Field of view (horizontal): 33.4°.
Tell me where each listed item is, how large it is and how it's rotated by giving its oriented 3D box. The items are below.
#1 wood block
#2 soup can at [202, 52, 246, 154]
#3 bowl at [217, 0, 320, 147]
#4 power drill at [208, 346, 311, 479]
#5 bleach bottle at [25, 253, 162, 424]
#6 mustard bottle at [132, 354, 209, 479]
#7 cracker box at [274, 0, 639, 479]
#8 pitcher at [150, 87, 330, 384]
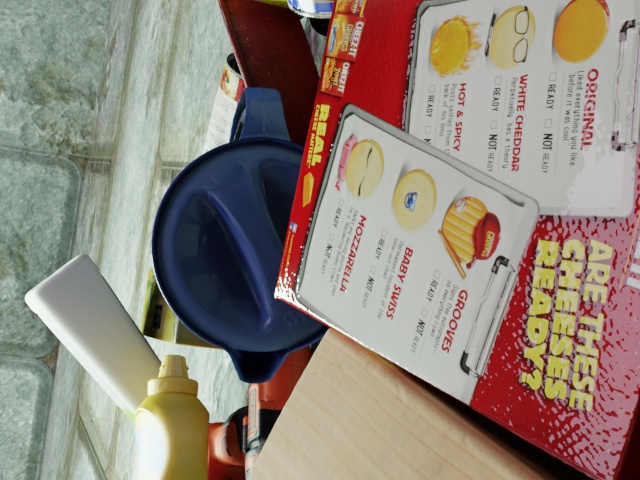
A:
[{"bbox_3d":[0.058,0.117,0.424,0.090,0.090,0.206,-62,26,1],"label":"wood block"},{"bbox_3d":[-0.065,-0.113,0.979,0.068,0.068,0.102,-109,32,-54],"label":"soup can"},{"bbox_3d":[-0.031,-0.131,0.844,0.162,0.055,0.162,-20,-89,-89],"label":"bowl"},{"bbox_3d":[-0.053,0.185,0.838,0.188,0.057,0.184,130,147,-53],"label":"power drill"},{"bbox_3d":[-0.165,0.130,0.971,0.251,0.068,0.103,54,164,-8],"label":"bleach bottle"},{"bbox_3d":[-0.120,0.186,0.845,0.096,0.058,0.191,146,128,-61],"label":"mustard bottle"},{"bbox_3d":[0.077,-0.021,0.434,0.214,0.071,0.164,24,105,52],"label":"cracker box"},{"bbox_3d":[-0.055,0.001,0.754,0.149,0.145,0.243,-45,5,-10],"label":"pitcher"}]
